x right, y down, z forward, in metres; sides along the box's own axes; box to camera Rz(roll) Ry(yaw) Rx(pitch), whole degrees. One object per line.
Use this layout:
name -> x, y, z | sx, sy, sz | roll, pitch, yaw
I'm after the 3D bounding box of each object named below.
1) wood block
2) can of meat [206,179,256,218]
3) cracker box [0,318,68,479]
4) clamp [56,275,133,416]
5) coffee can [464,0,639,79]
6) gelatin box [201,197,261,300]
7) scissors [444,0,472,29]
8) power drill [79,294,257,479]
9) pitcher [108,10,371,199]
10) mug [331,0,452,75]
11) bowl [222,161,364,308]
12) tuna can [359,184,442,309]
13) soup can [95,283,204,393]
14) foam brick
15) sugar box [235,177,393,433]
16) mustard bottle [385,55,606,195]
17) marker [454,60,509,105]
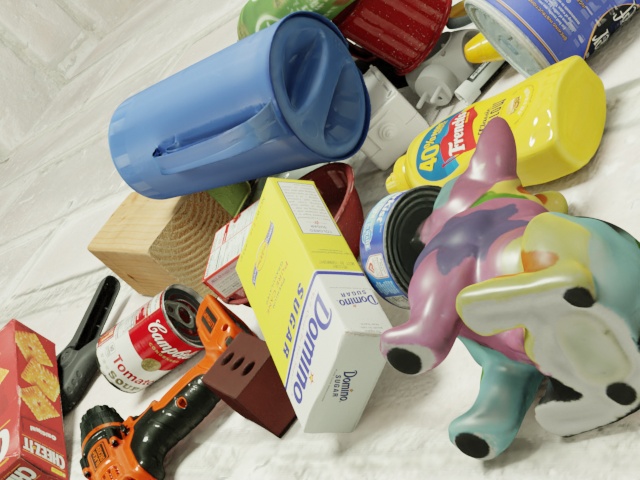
wood block -> -0.167, 0.005, 1.164 | 0.090, 0.090, 0.206 | -54, 24, -18
can of meat -> -0.100, -0.072, 1.193 | 0.102, 0.057, 0.083 | -57, 6, 48
cracker box -> -0.348, 0.208, 1.111 | 0.164, 0.072, 0.214 | -41, 35, 13
clamp -> -0.265, 0.135, 1.186 | 0.210, 0.036, 0.165 | -55, 28, -14
coffee can -> 0.200, -0.202, 0.848 | 0.140, 0.102, 0.103 | -44, 22, 5
gelatin box -> -0.056, 0.001, 0.904 | 0.089, 0.030, 0.073 | -36, 26, 26
scissors -> 0.162, -0.243, 1.043 | 0.096, 0.016, 0.201 | -18, 22, 9
power drill -> -0.133, 0.138, 0.924 | 0.187, 0.057, 0.185 | -50, 26, -2
pitcher -> -0.089, -0.108, 0.981 | 0.243, 0.149, 0.145 | -14, 67, 39
mug -> 0.058, -0.211, 1.010 | 0.117, 0.081, 0.093 | -34, 35, 53
bowl -> -0.015, 0.008, 0.933 | 0.162, 0.055, 0.162 | -38, 24, 20
tuna can -> 0.070, 0.006, 0.748 | 0.034, 0.086, 0.086 | -12, 40, 56
soup can -> -0.159, 0.095, 1.025 | 0.102, 0.068, 0.068 | -35, 25, 27
foam brick -> -0.047, 0.110, 0.823 | 0.053, 0.051, 0.078 | -52, 22, -14
sugar box -> -0.009, 0.042, 0.762 | 0.176, 0.048, 0.093 | -116, 38, -49
mustard bottle -> 0.122, -0.068, 0.817 | 0.192, 0.058, 0.096 | -22, 37, 46
marker -> 0.168, -0.171, 0.962 | 0.121, 0.020, 0.020 | -47, 22, -2
